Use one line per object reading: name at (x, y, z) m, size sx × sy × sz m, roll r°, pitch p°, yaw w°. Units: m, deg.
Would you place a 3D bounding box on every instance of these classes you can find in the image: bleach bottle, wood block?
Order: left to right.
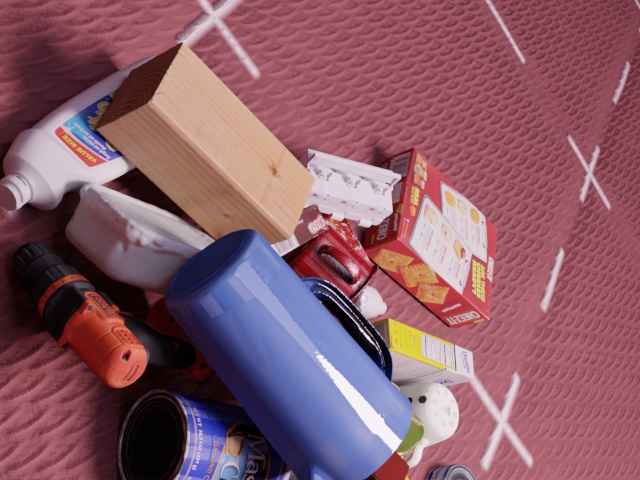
bleach bottle at (-0.229, -0.095, 1.077) m, size 0.102 × 0.068 × 0.250 m, roll 58°, pitch 41°, yaw -14°
wood block at (-0.112, -0.088, 1.087) m, size 0.206 × 0.090 × 0.090 m, roll 45°, pitch 48°, yaw -28°

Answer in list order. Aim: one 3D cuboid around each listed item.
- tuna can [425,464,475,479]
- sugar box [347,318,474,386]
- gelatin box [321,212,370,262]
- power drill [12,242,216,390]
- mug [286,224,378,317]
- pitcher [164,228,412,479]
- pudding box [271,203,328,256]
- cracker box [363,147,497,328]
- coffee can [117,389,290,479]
tuna can at (0.173, 0.336, 1.390) m, size 0.086 × 0.034 × 0.086 m, roll 25°, pitch 55°, yaw -42°
sugar box at (0.107, 0.148, 1.349) m, size 0.175 × 0.094 × 0.048 m, roll 22°, pitch 57°, yaw -45°
gelatin box at (0.019, 0.011, 1.355) m, size 0.089 × 0.030 × 0.073 m, roll 61°, pitch 38°, yaw -10°
power drill at (-0.186, 0.075, 1.012) m, size 0.185 × 0.057 × 0.187 m, roll 43°, pitch 14°, yaw 31°
mug at (0.012, 0.034, 1.265) m, size 0.081 × 0.117 × 0.093 m, roll 45°, pitch 73°, yaw -6°
pitcher at (-0.028, 0.104, 1.004) m, size 0.242 × 0.145 × 0.149 m, roll 53°, pitch 3°, yaw -18°
pudding box at (-0.058, 0.001, 1.217) m, size 0.113 × 0.090 × 0.039 m, roll -28°, pitch 94°, yaw -52°
cracker box at (0.158, 0.000, 1.498) m, size 0.213 × 0.072 × 0.164 m, roll 40°, pitch 46°, yaw -34°
coffee can at (-0.111, 0.207, 1.044) m, size 0.140 × 0.103 × 0.103 m, roll 21°, pitch 58°, yaw -44°
